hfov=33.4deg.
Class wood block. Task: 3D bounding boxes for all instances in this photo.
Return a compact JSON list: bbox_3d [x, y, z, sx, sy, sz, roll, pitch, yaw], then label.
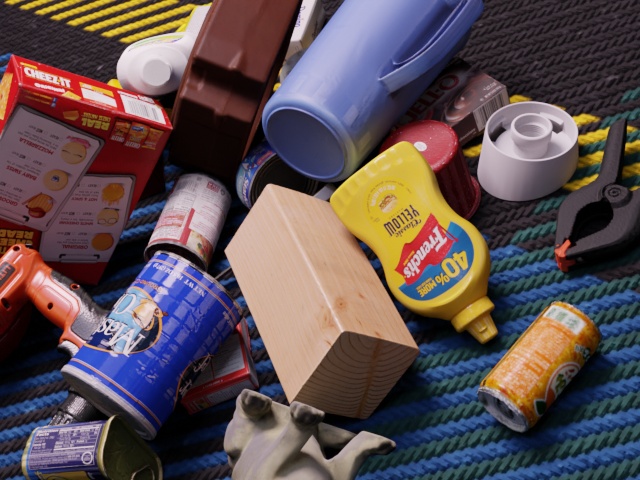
[{"bbox_3d":[-0.004,0.052,0.975,0.091,0.090,0.206,-55,39,24],"label":"wood block"}]

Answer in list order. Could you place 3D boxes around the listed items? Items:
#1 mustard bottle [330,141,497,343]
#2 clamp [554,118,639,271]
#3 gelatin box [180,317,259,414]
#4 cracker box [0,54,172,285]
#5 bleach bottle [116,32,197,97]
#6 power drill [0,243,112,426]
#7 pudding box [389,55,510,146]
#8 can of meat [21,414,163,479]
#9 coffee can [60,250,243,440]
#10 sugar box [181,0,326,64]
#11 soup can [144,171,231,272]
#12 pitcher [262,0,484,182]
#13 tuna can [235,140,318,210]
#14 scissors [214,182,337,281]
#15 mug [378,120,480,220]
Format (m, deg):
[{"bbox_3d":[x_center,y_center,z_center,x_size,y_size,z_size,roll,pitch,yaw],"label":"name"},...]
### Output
[{"bbox_3d":[0.098,0.011,0.970,0.096,0.058,0.192,-37,77,10],"label":"mustard bottle"},{"bbox_3d":[0.272,-0.044,0.996,0.171,0.039,0.120,-35,44,-9],"label":"clamp"},{"bbox_3d":[-0.103,0.114,1.027,0.073,0.030,0.089,-22,45,6],"label":"gelatin box"},{"bbox_3d":[-0.273,-0.067,1.105,0.214,0.163,0.072,-59,36,26],"label":"cracker box"},{"bbox_3d":[-0.176,-0.196,1.205,0.102,0.068,0.251,-13,13,-6],"label":"bleach bottle"},{"bbox_3d":[-0.261,0.100,1.051,0.188,0.057,0.184,29,62,12],"label":"power drill"},{"bbox_3d":[0.133,-0.140,1.145,0.113,0.039,0.090,-35,44,-10],"label":"pudding box"},{"bbox_3d":[-0.200,0.201,0.941,0.084,0.102,0.057,-9,48,19],"label":"can of meat"},{"bbox_3d":[-0.152,0.095,0.972,0.103,0.102,0.140,20,64,36],"label":"coffee can"},{"bbox_3d":[-0.088,-0.262,1.352,0.176,0.048,0.093,2,51,21],"label":"sugar box"},{"bbox_3d":[-0.139,-0.014,1.132,0.069,0.068,0.102,-2,49,22],"label":"soup can"},{"bbox_3d":[0.053,-0.175,1.080,0.145,0.149,0.242,29,57,11],"label":"pitcher"},{"bbox_3d":[-0.046,-0.064,1.123,0.086,0.086,0.034,-38,44,-12],"label":"tuna can"},{"bbox_3d":[-0.057,0.001,1.110,0.202,0.016,0.096,-37,1,20],"label":"scissors"},{"bbox_3d":[0.100,-0.056,1.053,0.093,0.081,0.117,10,55,30],"label":"mug"}]
